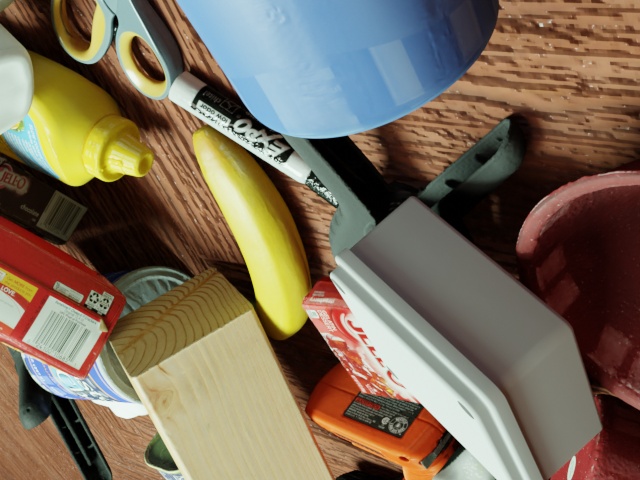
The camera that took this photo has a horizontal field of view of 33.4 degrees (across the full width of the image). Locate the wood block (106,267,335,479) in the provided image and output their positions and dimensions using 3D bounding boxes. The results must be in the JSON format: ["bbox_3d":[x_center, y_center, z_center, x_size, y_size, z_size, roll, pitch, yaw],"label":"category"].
[{"bbox_3d":[-0.060,0.137,0.748,0.090,0.090,0.206,37,153,62],"label":"wood block"}]

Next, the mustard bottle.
[{"bbox_3d":[-0.187,-0.084,0.686,0.192,0.058,0.096,25,150,23],"label":"mustard bottle"}]

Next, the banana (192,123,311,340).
[{"bbox_3d":[-0.038,0.010,0.673,0.070,0.037,0.198,23,147,22],"label":"banana"}]

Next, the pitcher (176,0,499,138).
[{"bbox_3d":[-0.036,-0.153,0.354,0.149,0.145,0.242,36,161,50],"label":"pitcher"}]

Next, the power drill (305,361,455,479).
[{"bbox_3d":[0.058,0.169,0.772,0.185,0.057,0.187,12,143,39],"label":"power drill"}]

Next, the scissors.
[{"bbox_3d":[-0.095,-0.136,0.557,0.096,0.016,0.202,41,150,-8],"label":"scissors"}]

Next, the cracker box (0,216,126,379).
[{"bbox_3d":[-0.251,0.011,0.757,0.164,0.072,0.214,34,171,-31],"label":"cracker box"}]

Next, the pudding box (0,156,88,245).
[{"bbox_3d":[-0.239,-0.042,0.784,0.090,0.039,0.113,25,171,25],"label":"pudding box"}]

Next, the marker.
[{"bbox_3d":[-0.031,-0.055,0.594,0.121,0.020,0.020,34,150,9],"label":"marker"}]

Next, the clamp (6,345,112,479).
[{"bbox_3d":[-0.255,0.114,0.958,0.210,0.036,0.164,59,173,27],"label":"clamp"}]

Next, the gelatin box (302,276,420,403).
[{"bbox_3d":[0.040,0.063,0.667,0.073,0.030,0.089,3,136,44],"label":"gelatin box"}]

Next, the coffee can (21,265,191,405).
[{"bbox_3d":[-0.159,0.075,0.831,0.141,0.102,0.102,-7,127,52],"label":"coffee can"}]

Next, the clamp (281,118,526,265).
[{"bbox_3d":[0.031,-0.016,0.548,0.120,0.039,0.171,22,146,11],"label":"clamp"}]
